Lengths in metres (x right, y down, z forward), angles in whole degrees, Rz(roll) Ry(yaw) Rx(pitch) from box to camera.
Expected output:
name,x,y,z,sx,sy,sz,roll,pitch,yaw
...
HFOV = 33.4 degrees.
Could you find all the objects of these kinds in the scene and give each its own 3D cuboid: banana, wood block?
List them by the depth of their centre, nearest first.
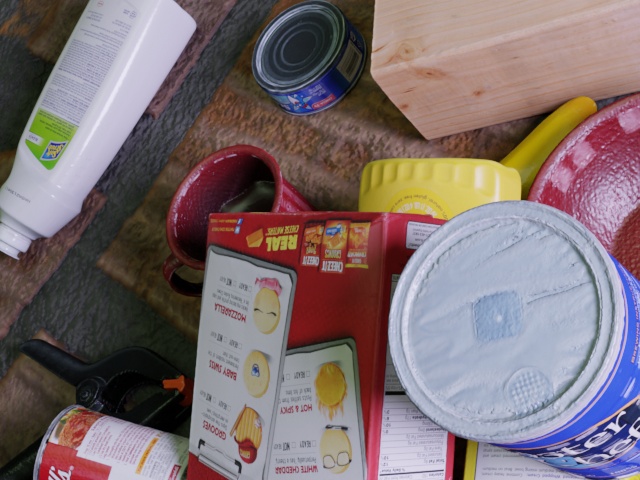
name,x,y,z,sx,sy,sz,roll,pitch,yaw
wood block,0.145,-0.142,0.680,0.206,0.090,0.091,-12,59,29
banana,0.092,-0.025,0.684,0.198,0.037,0.069,-27,55,19

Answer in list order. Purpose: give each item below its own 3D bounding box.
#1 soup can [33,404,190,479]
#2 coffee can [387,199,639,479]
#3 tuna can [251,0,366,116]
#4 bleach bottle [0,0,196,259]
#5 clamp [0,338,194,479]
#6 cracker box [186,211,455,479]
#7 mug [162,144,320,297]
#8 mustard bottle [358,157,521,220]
name,x,y,z,sx,sy,sz,roll,pitch,yaw
soup can,-0.123,0.152,0.690,0.102,0.068,0.068,13,71,17
coffee can,0.108,0.052,0.494,0.103,0.140,0.103,-12,67,29
tuna can,-0.010,-0.141,0.817,0.086,0.033,0.086,-16,57,26
bleach bottle,-0.208,-0.101,0.909,0.103,0.068,0.251,25,83,40
clamp,-0.165,0.111,0.778,0.172,0.039,0.120,-18,61,17
cracker box,-0.001,0.092,0.596,0.164,0.071,0.214,1,87,51
mug,-0.055,0.001,0.737,0.117,0.081,0.093,-38,50,10
mustard bottle,0.063,0.049,0.629,0.096,0.058,0.191,3,87,33
